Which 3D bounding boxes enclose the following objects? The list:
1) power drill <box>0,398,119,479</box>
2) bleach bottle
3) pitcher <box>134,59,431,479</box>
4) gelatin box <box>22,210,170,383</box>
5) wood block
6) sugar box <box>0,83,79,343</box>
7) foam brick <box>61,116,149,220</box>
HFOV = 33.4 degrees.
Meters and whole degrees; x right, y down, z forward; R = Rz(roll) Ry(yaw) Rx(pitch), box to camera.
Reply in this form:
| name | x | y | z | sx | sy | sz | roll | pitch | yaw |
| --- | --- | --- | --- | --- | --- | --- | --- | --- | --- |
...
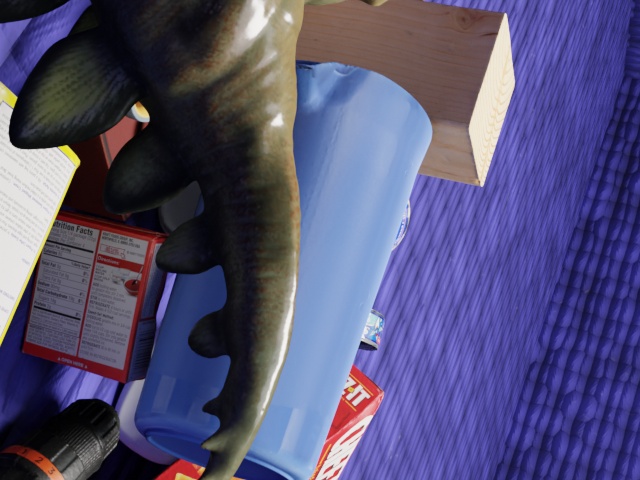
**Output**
| name | x | y | z | sx | sy | sz | roll | pitch | yaw |
| --- | --- | --- | --- | --- | --- | --- | --- | --- | --- |
| power drill | -0.179 | 0.208 | 0.648 | 0.184 | 0.057 | 0.188 | -43 | 139 | -51 |
| bleach bottle | -0.075 | 0.131 | 0.862 | 0.102 | 0.068 | 0.250 | -60 | 161 | -2 |
| pitcher | -0.022 | 0.022 | 0.658 | 0.149 | 0.145 | 0.242 | 29 | 67 | -27 |
| gelatin box | -0.131 | 0.032 | 0.630 | 0.030 | 0.073 | 0.089 | 0 | 102 | -71 |
| wood block | 0.023 | -0.115 | 0.754 | 0.090 | 0.206 | 0.090 | 60 | 46 | -62 |
| sugar box | -0.184 | 0.016 | 0.516 | 0.176 | 0.048 | 0.093 | -67 | 159 | -14 |
| foam brick | -0.128 | -0.060 | 0.609 | 0.078 | 0.053 | 0.051 | 85 | 27 | -45 |
